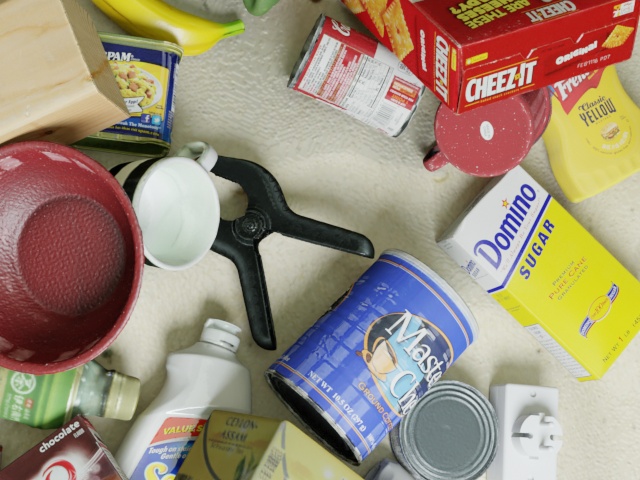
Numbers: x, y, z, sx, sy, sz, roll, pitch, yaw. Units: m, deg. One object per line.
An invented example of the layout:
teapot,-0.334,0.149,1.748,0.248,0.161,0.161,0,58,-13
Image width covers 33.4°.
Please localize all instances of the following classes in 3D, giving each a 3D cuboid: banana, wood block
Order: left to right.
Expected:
wood block,-0.257,-0.095,0.771,0.206,0.091,0.090,-23,83,3
banana,-0.159,-0.210,0.878,0.197,0.037,0.069,37,51,-7

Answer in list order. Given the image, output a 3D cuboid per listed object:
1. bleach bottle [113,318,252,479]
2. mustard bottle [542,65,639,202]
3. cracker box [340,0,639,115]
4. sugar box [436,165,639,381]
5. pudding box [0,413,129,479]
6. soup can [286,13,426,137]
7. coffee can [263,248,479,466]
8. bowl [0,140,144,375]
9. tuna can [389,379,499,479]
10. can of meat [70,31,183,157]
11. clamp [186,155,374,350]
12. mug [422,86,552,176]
bleach bottle,-0.120,0.178,0.805,0.102,0.068,0.250,20,74,-9
mustard bottle,0.217,-0.136,0.939,0.096,0.058,0.191,-28,87,-11
cracker box,0.126,-0.200,0.864,0.164,0.072,0.214,-20,45,-16
sugar box,0.195,0.027,0.912,0.176,0.048,0.093,44,74,-4
pudding box,-0.187,0.192,0.746,0.113,0.039,0.090,-35,68,-12
soup can,0.032,-0.136,0.890,0.102,0.069,0.068,25,76,-8
coffee can,0.040,0.090,0.835,0.103,0.103,0.140,46,74,-2
bowl,-0.190,0.011,0.755,0.162,0.055,0.162,0,92,14
tuna can,0.101,0.158,0.873,0.086,0.034,0.086,2,80,-13
can of meat,-0.164,-0.116,0.847,0.102,0.057,0.084,6,81,-11
clamp,-0.056,0.001,0.854,0.171,0.039,0.120,38,83,12
mug,0.131,-0.096,0.887,0.117,0.081,0.093,-34,98,27
